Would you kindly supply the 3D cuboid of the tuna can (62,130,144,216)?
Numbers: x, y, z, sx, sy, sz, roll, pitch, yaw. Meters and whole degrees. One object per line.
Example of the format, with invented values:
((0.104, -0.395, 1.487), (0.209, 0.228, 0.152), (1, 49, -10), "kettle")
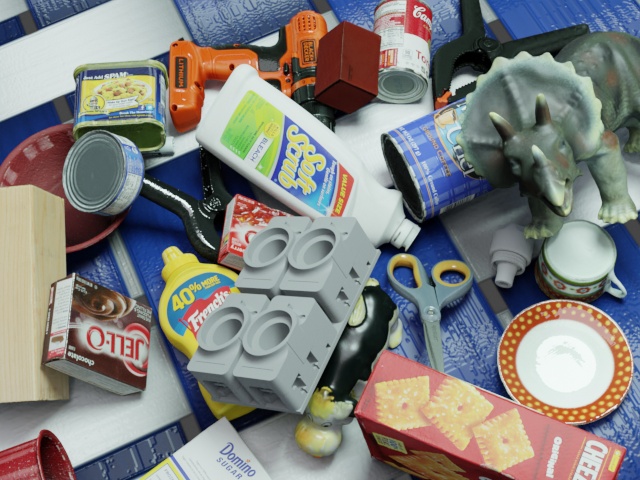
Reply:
((-0.223, -0.068, 1.098), (0.086, 0.033, 0.086), (-6, 79, 31), "tuna can")

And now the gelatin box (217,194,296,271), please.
((-0.057, 0.001, 1.102), (0.089, 0.030, 0.073), (21, 53, -20), "gelatin box")

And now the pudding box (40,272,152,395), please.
((-0.218, 0.095, 1.054), (0.039, 0.113, 0.090), (-21, 57, 33), "pudding box")

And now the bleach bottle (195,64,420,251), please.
((-0.003, -0.076, 1.119), (0.251, 0.068, 0.102), (33, 96, 5), "bleach bottle")

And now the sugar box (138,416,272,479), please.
((-0.133, 0.256, 0.999), (0.176, 0.048, 0.093), (-33, 64, -15), "sugar box")

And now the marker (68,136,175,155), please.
((-0.225, -0.103, 1.208), (0.121, 0.020, 0.020), (-5, 62, 4), "marker")

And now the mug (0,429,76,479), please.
((-0.278, 0.246, 1.003), (0.081, 0.093, 0.117), (-20, 92, 1), "mug")

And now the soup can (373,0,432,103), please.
((0.090, -0.215, 1.202), (0.068, 0.068, 0.102), (2, 63, 8), "soup can")

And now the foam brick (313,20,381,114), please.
((0.030, -0.189, 1.161), (0.052, 0.051, 0.078), (19, 63, -29), "foam brick")

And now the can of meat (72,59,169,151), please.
((-0.214, -0.142, 1.146), (0.102, 0.057, 0.084), (-4, 58, -2), "can of meat")

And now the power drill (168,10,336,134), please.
((-0.075, -0.170, 1.207), (0.187, 0.057, 0.184), (-5, 62, 2), "power drill")

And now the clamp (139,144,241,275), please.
((-0.129, -0.032, 1.127), (0.120, 0.039, 0.171), (-22, 70, -27), "clamp")

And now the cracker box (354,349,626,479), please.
((0.143, 0.187, 0.934), (0.214, 0.164, 0.072), (22, 70, 17), "cracker box")

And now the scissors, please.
((0.123, 0.067, 1.033), (0.096, 0.016, 0.202), (-7, 32, -13), "scissors")

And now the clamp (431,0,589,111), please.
((0.180, -0.216, 1.200), (0.165, 0.036, 0.209), (35, 62, 24), "clamp")

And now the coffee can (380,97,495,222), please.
((0.147, -0.093, 1.113), (0.140, 0.103, 0.103), (-24, 63, -6), "coffee can")

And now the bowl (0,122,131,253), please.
((-0.272, -0.046, 1.164), (0.162, 0.055, 0.162), (-3, 63, 5), "bowl")

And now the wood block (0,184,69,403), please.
((-0.308, 0.057, 1.058), (0.091, 0.090, 0.206), (-5, 82, 8), "wood block")

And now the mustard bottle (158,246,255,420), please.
((-0.108, 0.081, 1.078), (0.096, 0.058, 0.192), (-31, 63, -11), "mustard bottle")
